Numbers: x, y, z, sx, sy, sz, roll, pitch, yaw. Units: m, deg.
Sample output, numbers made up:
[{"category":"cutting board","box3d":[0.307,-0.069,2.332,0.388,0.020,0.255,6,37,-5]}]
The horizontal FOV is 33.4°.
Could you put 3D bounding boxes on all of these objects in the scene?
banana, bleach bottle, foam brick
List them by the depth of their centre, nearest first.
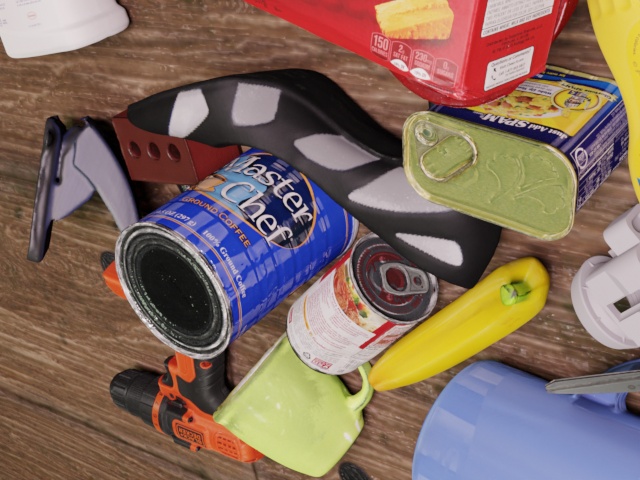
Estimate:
[{"category":"banana","box3d":[0.094,0.051,0.688,0.198,0.069,0.037,-50,57,58]},{"category":"bleach bottle","box3d":[-0.223,-0.261,0.761,0.103,0.068,0.251,1,117,39]},{"category":"foam brick","box3d":[-0.107,-0.076,0.793,0.078,0.051,0.053,7,122,40]}]

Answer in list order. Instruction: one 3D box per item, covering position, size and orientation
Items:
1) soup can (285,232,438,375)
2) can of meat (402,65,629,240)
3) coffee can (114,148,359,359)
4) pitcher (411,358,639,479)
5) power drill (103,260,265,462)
[{"category":"soup can","box3d":[0.027,0.046,0.745,0.068,0.068,0.102,49,140,3]},{"category":"can of meat","box3d":[0.109,-0.055,0.580,0.102,0.083,0.057,21,134,31]},{"category":"coffee can","box3d":[-0.055,0.001,0.732,0.103,0.140,0.103,24,132,29]},{"category":"pitcher","box3d":[0.183,0.154,0.646,0.243,0.149,0.145,23,147,34]},{"category":"power drill","box3d":[-0.132,0.099,0.943,0.185,0.057,0.187,13,129,32]}]
